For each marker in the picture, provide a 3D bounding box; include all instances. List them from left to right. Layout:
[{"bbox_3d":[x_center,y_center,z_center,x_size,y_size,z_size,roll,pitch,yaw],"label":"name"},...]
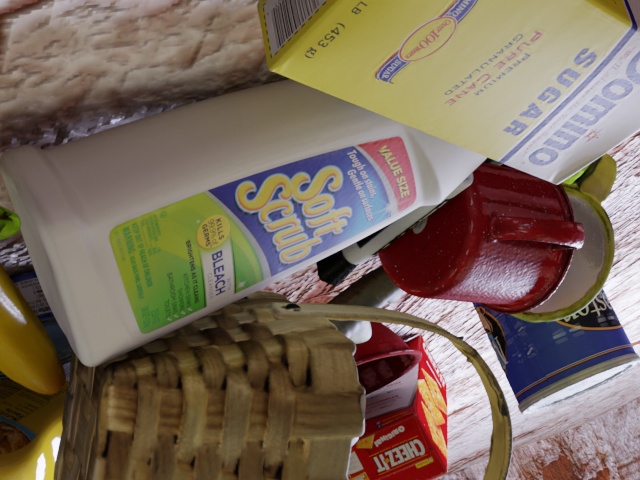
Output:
[{"bbox_3d":[0.038,-0.008,0.598,0.020,0.020,0.121,-4,154,-45],"label":"marker"}]

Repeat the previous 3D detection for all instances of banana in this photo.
[{"bbox_3d":[-0.156,0.021,0.485,0.037,0.070,0.198,-41,165,-21],"label":"banana"}]

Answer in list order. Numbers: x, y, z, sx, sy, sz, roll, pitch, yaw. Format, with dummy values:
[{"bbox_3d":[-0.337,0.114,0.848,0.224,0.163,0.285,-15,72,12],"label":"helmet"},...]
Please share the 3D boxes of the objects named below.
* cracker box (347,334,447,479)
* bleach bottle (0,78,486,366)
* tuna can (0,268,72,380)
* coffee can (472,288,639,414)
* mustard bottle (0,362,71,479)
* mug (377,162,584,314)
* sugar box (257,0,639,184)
[{"bbox_3d":[0.039,0.186,1.043,0.164,0.072,0.213,-26,-171,12],"label":"cracker box"},{"bbox_3d":[-0.010,-0.036,0.493,0.250,0.068,0.102,-24,136,-19],"label":"bleach bottle"},{"bbox_3d":[-0.164,0.048,0.606,0.086,0.034,0.086,-20,162,-7],"label":"tuna can"},{"bbox_3d":[0.180,0.056,0.862,0.102,0.140,0.103,-20,162,-7],"label":"coffee can"},{"bbox_3d":[-0.193,0.120,0.618,0.096,0.058,0.191,12,-157,28],"label":"mustard bottle"},{"bbox_3d":[0.094,-0.004,0.612,0.081,0.093,0.117,7,179,-40],"label":"mug"},{"bbox_3d":[0.071,-0.081,0.430,0.175,0.048,0.093,18,139,-36],"label":"sugar box"}]
